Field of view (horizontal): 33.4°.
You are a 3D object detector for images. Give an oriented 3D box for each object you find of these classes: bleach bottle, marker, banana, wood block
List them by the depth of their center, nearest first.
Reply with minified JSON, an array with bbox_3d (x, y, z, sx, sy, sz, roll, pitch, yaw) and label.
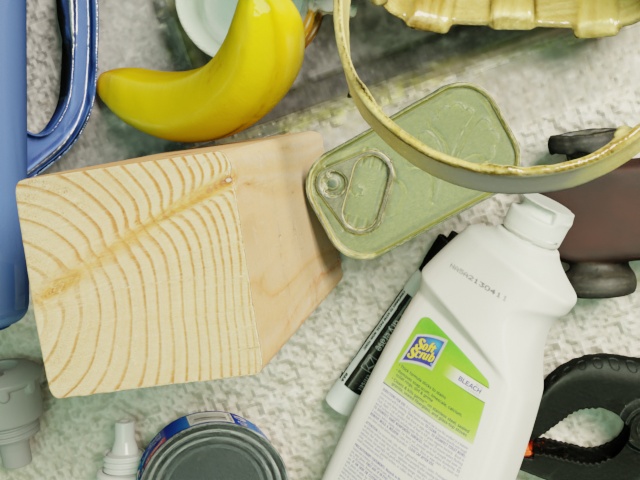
[{"bbox_3d":[-0.054,0.000,0.511,0.091,0.206,0.090,-7,96,11],"label":"wood block"},{"bbox_3d":[-0.058,-0.083,0.534,0.198,0.037,0.069,-21,89,56],"label":"banana"},{"bbox_3d":[0.070,0.095,0.558,0.103,0.068,0.251,31,108,24],"label":"bleach bottle"},{"bbox_3d":[0.043,0.046,0.596,0.020,0.020,0.121,34,102,4],"label":"marker"}]

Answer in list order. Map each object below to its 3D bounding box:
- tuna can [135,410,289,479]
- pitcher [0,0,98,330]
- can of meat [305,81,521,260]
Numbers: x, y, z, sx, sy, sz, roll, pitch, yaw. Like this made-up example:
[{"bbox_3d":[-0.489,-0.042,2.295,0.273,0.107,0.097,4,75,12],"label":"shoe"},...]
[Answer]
[{"bbox_3d":[-0.062,0.141,0.606,0.086,0.034,0.086,-1,96,-13],"label":"tuna can"},{"bbox_3d":[-0.202,-0.074,0.551,0.149,0.145,0.243,-2,94,8],"label":"pitcher"},{"bbox_3d":[0.050,-0.038,0.550,0.102,0.084,0.057,-29,93,12],"label":"can of meat"}]
